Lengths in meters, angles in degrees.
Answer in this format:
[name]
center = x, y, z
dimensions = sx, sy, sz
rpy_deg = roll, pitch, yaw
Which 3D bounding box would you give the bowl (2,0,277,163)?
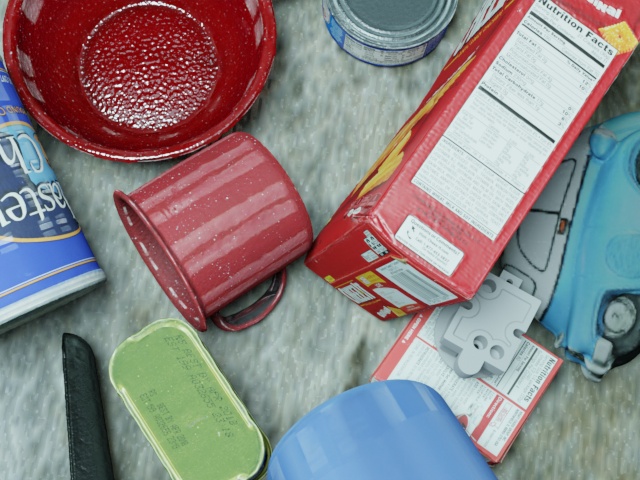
[bowl]
center = -0.107, -0.117, 0.653
dimensions = 0.162, 0.055, 0.162
rpy_deg = 1, 76, -3

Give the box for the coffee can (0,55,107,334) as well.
[coffee can]
center = -0.194, -0.019, 0.588
dimensions = 0.102, 0.103, 0.140
rpy_deg = -25, 90, -9

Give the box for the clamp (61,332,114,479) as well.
[clamp]
center = -0.136, 0.165, 0.551
dimensions = 0.164, 0.036, 0.210
rpy_deg = -33, 72, -28

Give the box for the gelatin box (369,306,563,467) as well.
[gelatin box]
center = 0.085, 0.078, 0.628
dimensions = 0.089, 0.030, 0.073
rpy_deg = 34, 76, 6

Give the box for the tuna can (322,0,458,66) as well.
[tuna can]
center = 0.044, -0.155, 0.681
dimensions = 0.086, 0.034, 0.086
rpy_deg = 1, 76, -3

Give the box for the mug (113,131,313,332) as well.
[mug]
center = -0.054, 0.001, 0.609
dimensions = 0.081, 0.093, 0.117
rpy_deg = -33, 123, -16

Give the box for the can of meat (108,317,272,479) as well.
[can of meat]
center = -0.071, 0.096, 0.588
dimensions = 0.057, 0.084, 0.102
rpy_deg = -33, 80, -10

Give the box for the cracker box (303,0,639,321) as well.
[cracker box]
center = 0.086, -0.063, 0.591
dimensions = 0.072, 0.164, 0.213
rpy_deg = 35, 78, -4

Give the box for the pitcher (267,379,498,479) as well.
[pitcher]
center = 0.054, 0.194, 0.512
dimensions = 0.149, 0.145, 0.243
rpy_deg = -2, 44, -30
